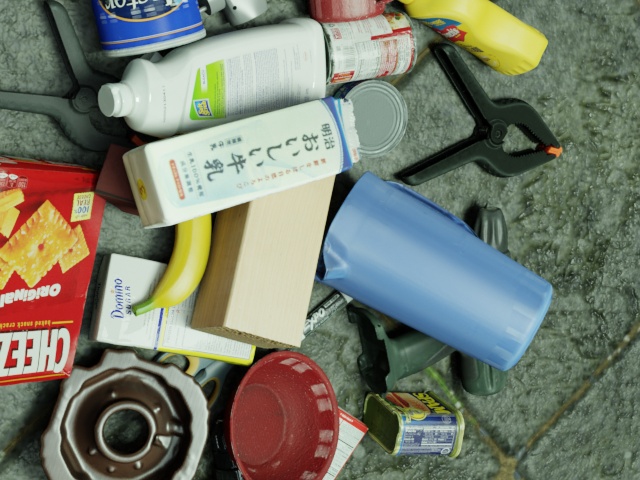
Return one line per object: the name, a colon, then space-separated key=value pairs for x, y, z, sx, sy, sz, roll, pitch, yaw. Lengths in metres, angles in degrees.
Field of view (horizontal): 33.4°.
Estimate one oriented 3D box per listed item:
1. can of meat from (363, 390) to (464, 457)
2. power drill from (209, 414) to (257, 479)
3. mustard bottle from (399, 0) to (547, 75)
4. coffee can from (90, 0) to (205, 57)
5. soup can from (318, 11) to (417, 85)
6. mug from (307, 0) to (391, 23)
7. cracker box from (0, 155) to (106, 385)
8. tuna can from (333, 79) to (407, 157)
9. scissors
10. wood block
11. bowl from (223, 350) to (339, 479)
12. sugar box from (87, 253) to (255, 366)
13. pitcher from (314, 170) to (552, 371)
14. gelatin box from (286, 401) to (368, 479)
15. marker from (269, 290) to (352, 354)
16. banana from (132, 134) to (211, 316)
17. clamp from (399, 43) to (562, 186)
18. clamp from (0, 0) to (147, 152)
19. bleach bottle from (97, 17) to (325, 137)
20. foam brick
can of meat: x=0.107 y=0.215 z=1.257 sx=0.083 sy=0.102 sz=0.057 roll=4 pitch=101 yaw=-23
power drill: x=-0.151 y=0.302 z=1.187 sx=0.187 sy=0.057 sz=0.184 roll=-16 pitch=102 yaw=-19
mustard bottle: x=0.151 y=-0.248 z=1.170 sx=0.191 sy=0.096 sz=0.058 roll=25 pitch=91 yaw=-27
coffee can: x=-0.174 y=-0.255 z=1.021 sx=0.102 sy=0.103 sz=0.140 roll=-17 pitch=108 yaw=-20
soup can: x=0.044 y=-0.206 z=1.148 sx=0.102 sy=0.069 sz=0.068 roll=-12 pitch=107 yaw=-21
mug: x=0.034 y=-0.273 z=1.107 sx=0.093 sy=0.117 sz=0.081 roll=-34 pitch=124 yaw=-50
cracker box: x=-0.295 y=0.029 z=1.013 sx=0.163 sy=0.072 sz=0.214 roll=2 pitch=102 yaw=-58
tuna can: x=0.052 y=-0.137 z=1.187 sx=0.086 sy=0.034 sz=0.086 roll=-6 pitch=104 yaw=-23
scissors: x=-0.108 y=0.115 z=1.186 sx=0.201 sy=0.016 sz=0.096 roll=-49 pitch=114 yaw=-9
wood block: x=-0.058 y=0.001 z=1.108 sx=0.090 sy=0.090 sz=0.206 roll=17 pitch=76 yaw=-26
bowl: x=-0.053 y=0.203 z=1.177 sx=0.161 sy=0.055 sz=0.162 roll=8 pitch=79 yaw=-44
sugar box: x=-0.151 y=0.075 z=1.132 sx=0.176 sy=0.048 sz=0.093 roll=13 pitch=80 yaw=-23
pitcher: x=0.123 y=0.031 z=1.152 sx=0.243 sy=0.145 sz=0.149 roll=29 pitch=85 yaw=6
gelatin box: x=0.002 y=0.236 z=1.255 sx=0.073 sy=0.030 sz=0.089 roll=36 pitch=86 yaw=-28
marker: x=-0.009 y=0.093 z=1.222 sx=0.121 sy=0.020 sz=0.020 roll=-39 pitch=114 yaw=-11
banana: x=-0.145 y=-0.015 z=1.099 sx=0.069 sy=0.037 sz=0.198 roll=13 pitch=77 yaw=-28
clamp: x=0.196 y=-0.137 z=1.249 sx=0.209 sy=0.036 sz=0.164 roll=4 pitch=101 yaw=-27
clamp: x=-0.237 y=-0.152 z=1.054 sx=0.171 sy=0.039 sz=0.120 roll=29 pitch=94 yaw=-32
bleach bottle: x=-0.105 y=-0.160 z=1.049 sx=0.250 sy=0.068 sz=0.102 roll=-16 pitch=108 yaw=-42
foam brick: x=-0.178 y=-0.055 z=1.051 sx=0.053 sy=0.078 sz=0.051 roll=15 pitch=81 yaw=13
